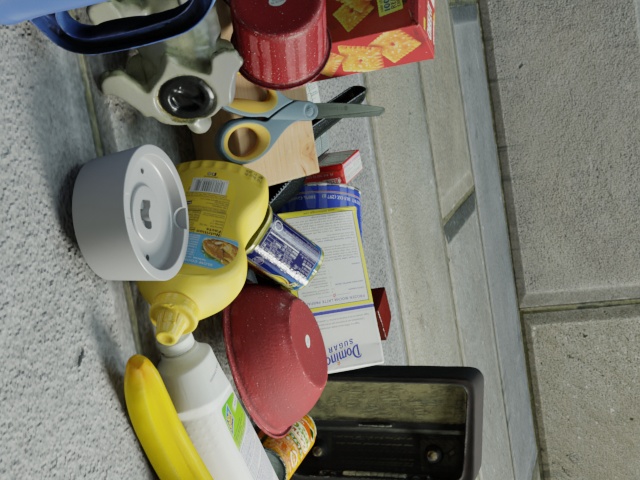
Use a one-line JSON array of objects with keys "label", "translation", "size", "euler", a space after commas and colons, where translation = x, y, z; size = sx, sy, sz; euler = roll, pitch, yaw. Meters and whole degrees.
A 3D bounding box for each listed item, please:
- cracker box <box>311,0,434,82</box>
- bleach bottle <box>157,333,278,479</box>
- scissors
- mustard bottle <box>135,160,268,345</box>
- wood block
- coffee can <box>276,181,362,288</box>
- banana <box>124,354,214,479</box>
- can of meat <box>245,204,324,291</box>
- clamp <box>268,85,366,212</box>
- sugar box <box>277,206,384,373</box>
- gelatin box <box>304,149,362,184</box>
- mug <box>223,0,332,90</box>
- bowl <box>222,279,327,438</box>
[{"label": "cracker box", "translation": [0.021, -0.271, 1.223], "size": [0.072, 0.214, 0.164], "euler": [53, 35, -54]}, {"label": "bleach bottle", "translation": [-0.091, 0.182, 0.976], "size": [0.102, 0.068, 0.251], "euler": [-93, 165, -66]}, {"label": "scissors", "translation": [-0.024, -0.106, 1.013], "size": [0.201, 0.016, 0.096], "euler": [14, 88, -36]}, {"label": "mustard bottle", "translation": [-0.108, 0.012, 0.922], "size": [0.058, 0.096, 0.191], "euler": [92, 8, -45]}, {"label": "wood block", "translation": [-0.076, -0.159, 1.037], "size": [0.090, 0.090, 0.206], "euler": [-18, 105, -34]}, {"label": "coffee can", "translation": [-0.001, 0.013, 1.241], "size": [0.102, 0.103, 0.140], "euler": [31, 55, -67]}, {"label": "banana", "translation": [-0.118, 0.176, 0.891], "size": [0.037, 0.070, 0.198], "euler": [-39, 109, -36]}, {"label": "can of meat", "translation": [-0.057, 0.001, 1.040], "size": [0.083, 0.102, 0.057], "euler": [37, 81, -36]}, {"label": "clamp", "translation": [-0.029, -0.113, 1.160], "size": [0.164, 0.036, 0.210], "euler": [21, 88, -46]}, {"label": "sugar box", "translation": [0.006, 0.055, 1.153], "size": [0.048, 0.093, 0.176], "euler": [154, -71, -73]}, {"label": "gelatin box", "translation": [0.007, -0.088, 1.343], "size": [0.089, 0.073, 0.030], "euler": [-49, 130, -66]}, {"label": "mug", "translation": [-0.045, -0.198, 0.934], "size": [0.093, 0.117, 0.081], "euler": [-45, 166, -14]}, {"label": "bowl", "translation": [-0.035, 0.107, 1.041], "size": [0.162, 0.055, 0.162], "euler": [-18, 90, -73]}]
